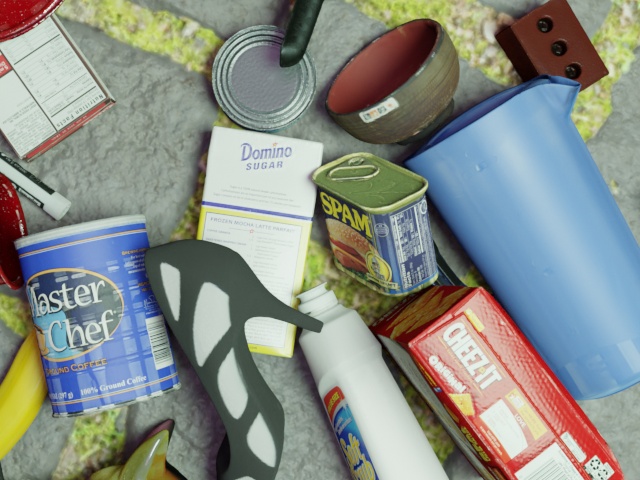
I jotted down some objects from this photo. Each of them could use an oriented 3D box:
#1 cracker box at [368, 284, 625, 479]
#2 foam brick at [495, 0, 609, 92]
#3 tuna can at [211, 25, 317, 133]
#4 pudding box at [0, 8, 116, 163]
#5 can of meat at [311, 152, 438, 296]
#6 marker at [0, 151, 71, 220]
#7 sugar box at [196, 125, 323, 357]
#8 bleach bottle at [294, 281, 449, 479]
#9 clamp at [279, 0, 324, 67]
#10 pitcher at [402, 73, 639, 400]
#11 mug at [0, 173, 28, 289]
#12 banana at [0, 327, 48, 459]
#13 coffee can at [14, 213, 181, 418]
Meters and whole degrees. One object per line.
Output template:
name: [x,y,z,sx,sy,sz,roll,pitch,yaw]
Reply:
cracker box: [0.121,0.114,0.792,0.072,0.214,0.164,-38,91,-4]
foam brick: [0.190,-0.154,0.879,0.053,0.051,0.078,-32,90,-3]
tuna can: [-0.046,-0.131,0.879,0.086,0.034,0.086,0,89,-2]
pudding box: [-0.235,-0.133,0.870,0.090,0.039,0.113,-35,92,-3]
can of meat: [0.044,-0.012,0.836,0.057,0.102,0.084,-27,122,-23]
marker: [-0.259,-0.060,0.877,0.121,0.020,0.020,37,88,-1]
sugar box: [-0.056,0.001,0.871,0.093,0.048,0.176,9,86,-4]
bleach bottle: [0.044,0.152,0.845,0.068,0.103,0.251,-26,89,-19]
clamp: [-0.020,-0.227,0.869,0.120,0.039,0.171,37,69,10]
pitcher: [0.172,0.005,0.848,0.144,0.149,0.243,-33,94,-17]
mug: [-0.286,-0.013,0.843,0.081,0.093,0.117,-9,82,2]
banana: [-0.279,0.150,0.864,0.198,0.037,0.069,-38,92,-2]
coffee can: [-0.174,0.058,0.837,0.103,0.103,0.140,-12,90,-3]
